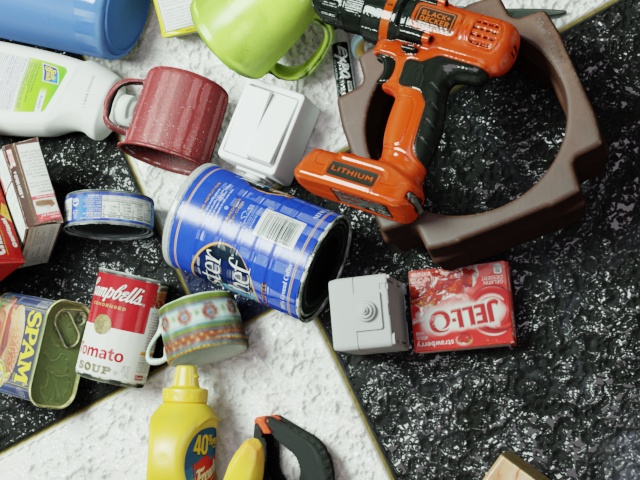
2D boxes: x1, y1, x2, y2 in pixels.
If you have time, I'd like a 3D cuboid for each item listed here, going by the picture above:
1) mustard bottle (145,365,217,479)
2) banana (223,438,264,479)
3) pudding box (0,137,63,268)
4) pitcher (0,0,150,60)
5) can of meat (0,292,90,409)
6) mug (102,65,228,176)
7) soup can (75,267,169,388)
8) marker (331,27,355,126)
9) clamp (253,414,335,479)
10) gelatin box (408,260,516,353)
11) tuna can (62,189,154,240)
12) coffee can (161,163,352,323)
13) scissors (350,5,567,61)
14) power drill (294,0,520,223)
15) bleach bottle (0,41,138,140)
[{"bbox_3d":[-0.124,0.208,0.953,0.058,0.096,0.191,-1,81,16],"label":"mustard bottle"},{"bbox_3d":[-0.064,0.270,0.942,0.070,0.037,0.198,-5,91,43],"label":"banana"},{"bbox_3d":[-0.283,-0.034,1.029,0.039,0.114,0.090,-15,75,-24],"label":"pudding box"},{"bbox_3d":[-0.293,-0.267,1.065,0.243,0.145,0.149,17,99,14],"label":"pitcher"},{"bbox_3d":[-0.274,0.103,1.022,0.084,0.057,0.102,7,83,36],"label":"can of meat"},{"bbox_3d":[-0.147,-0.116,1.009,0.117,0.093,0.081,17,81,-5],"label":"mug"},{"bbox_3d":[-0.187,0.082,1.005,0.068,0.068,0.102,12,86,17],"label":"soup can"},{"bbox_3d":[0.021,-0.167,1.009,0.020,0.020,0.121,-10,79,14],"label":"marker"},{"bbox_3d":[-0.004,0.229,0.945,0.120,0.039,0.171,-23,78,15],"label":"clamp"},{"bbox_3d":[0.125,0.060,0.940,0.089,0.030,0.073,-7,80,15],"label":"gelatin box"},{"bbox_3d":[-0.201,-0.024,1.015,0.086,0.086,0.034,-2,79,15],"label":"tuna can"},{"bbox_3d":[-0.056,0.001,0.962,0.140,0.102,0.103,22,88,17],"label":"coffee can"},{"bbox_3d":[0.114,-0.191,0.980,0.201,0.096,0.016,9,47,-10],"label":"scissors"},{"bbox_3d":[0.049,-0.120,0.879,0.185,0.057,0.187,20,81,23],"label":"power drill"},{"bbox_3d":[-0.297,-0.143,1.074,0.251,0.068,0.102,13,86,15],"label":"bleach bottle"}]
